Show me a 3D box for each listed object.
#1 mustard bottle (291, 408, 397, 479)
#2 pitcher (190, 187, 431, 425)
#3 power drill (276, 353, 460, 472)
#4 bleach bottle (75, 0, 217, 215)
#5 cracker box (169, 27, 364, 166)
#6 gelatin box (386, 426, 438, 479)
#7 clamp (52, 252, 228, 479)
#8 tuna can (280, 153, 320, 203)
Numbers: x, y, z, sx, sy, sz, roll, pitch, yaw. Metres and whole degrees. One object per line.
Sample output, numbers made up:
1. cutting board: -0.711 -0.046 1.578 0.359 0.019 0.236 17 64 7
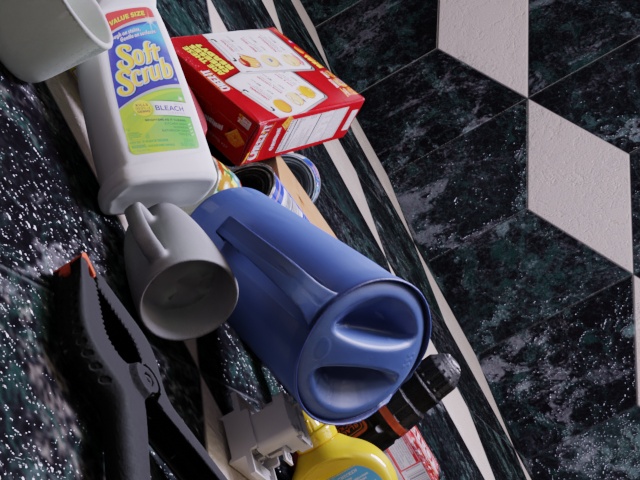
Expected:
1. mustard bottle: 0.028 0.234 0.942 0.191 0.096 0.058 61 10 1
2. pitcher: -0.031 0.038 0.926 0.243 0.144 0.149 37 -52 47
3. power drill: 0.021 0.120 1.032 0.188 0.184 0.057 56 6 35
4. bleach bottle: -0.172 -0.148 0.926 0.102 0.068 0.251 -7 68 -34
5. cracker box: -0.075 -0.175 1.261 0.164 0.072 0.213 41 33 19
6. gelatin box: 0.095 0.223 1.141 0.089 0.030 0.073 60 10 -6
7. clamp: -0.127 0.103 0.694 0.210 0.036 0.164 61 9 10
8. tuna can: -0.045 -0.078 1.483 0.086 0.086 0.033 61 12 -1
